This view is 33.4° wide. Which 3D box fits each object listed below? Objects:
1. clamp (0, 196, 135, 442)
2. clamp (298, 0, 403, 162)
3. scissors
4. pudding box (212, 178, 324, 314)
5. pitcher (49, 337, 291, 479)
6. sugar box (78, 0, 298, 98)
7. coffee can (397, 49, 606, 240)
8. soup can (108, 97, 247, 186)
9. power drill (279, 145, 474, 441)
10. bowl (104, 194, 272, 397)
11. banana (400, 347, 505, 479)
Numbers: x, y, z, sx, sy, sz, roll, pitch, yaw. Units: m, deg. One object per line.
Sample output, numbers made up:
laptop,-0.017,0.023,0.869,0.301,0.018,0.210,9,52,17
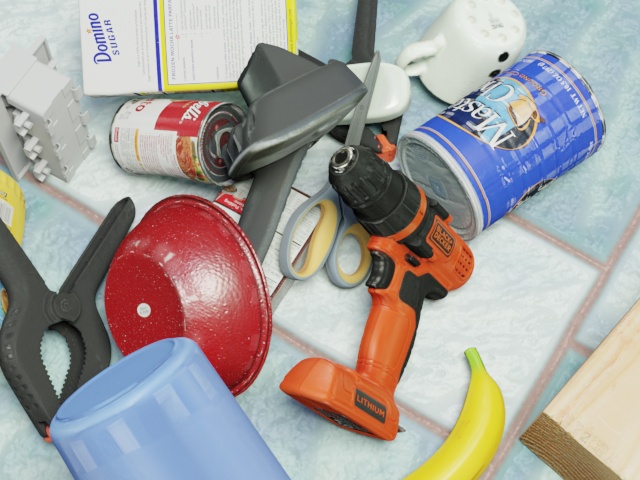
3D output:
clamp,-0.216,0.048,0.827,0.164,0.036,0.210,15,65,-42
clamp,0.014,-0.143,0.952,0.120,0.039,0.171,-19,69,6
scissors,0.032,-0.048,0.881,0.096,0.016,0.201,38,73,-32
pudding box,-0.056,0.001,0.886,0.090,0.039,0.113,29,71,10
pitcher,-0.069,0.191,0.682,0.144,0.149,0.243,-37,103,-32
sugar box,-0.107,-0.168,0.880,0.176,0.048,0.093,-2,94,3
coffee can,0.150,-0.079,0.888,0.140,0.103,0.103,-34,70,-15
soup can,-0.117,-0.083,0.887,0.102,0.068,0.068,8,62,34
power drill,0.039,0.043,0.804,0.057,0.184,0.187,9,68,43
bowl,-0.112,0.049,0.796,0.055,0.162,0.162,-14,60,-47
banana,0.083,0.172,0.812,0.070,0.037,0.197,31,67,32
